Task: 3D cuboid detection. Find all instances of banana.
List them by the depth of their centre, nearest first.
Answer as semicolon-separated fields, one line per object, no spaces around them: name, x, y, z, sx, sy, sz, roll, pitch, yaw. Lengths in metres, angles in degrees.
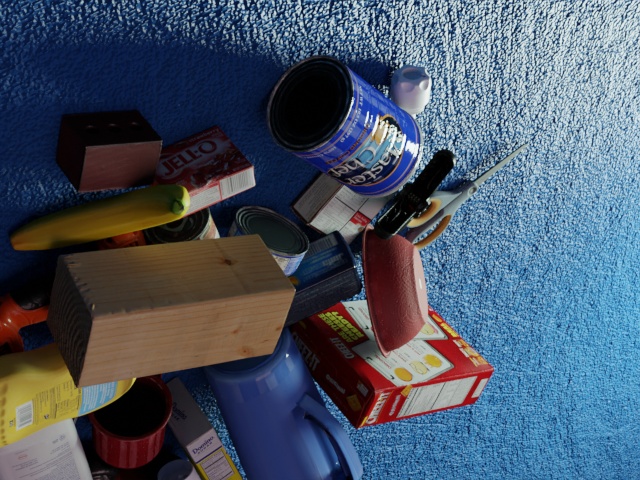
banana;-0.191;-0.023;0.974;0.198;0.037;0.069;-12;177;27

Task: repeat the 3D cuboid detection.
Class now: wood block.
wood block;-0.141;0.062;1.011;0.205;0.091;0.090;-6;134;-33

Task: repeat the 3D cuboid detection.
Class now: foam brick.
foam brick;-0.191;-0.081;0.964;0.078;0.053;0.051;-10;133;-36

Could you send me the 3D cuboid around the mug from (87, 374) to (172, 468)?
mug;-0.210;0.194;1.200;0.082;0.093;0.117;105;7;-50

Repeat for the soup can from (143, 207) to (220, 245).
soup can;-0.134;0.010;1.094;0.068;0.069;0.102;-32;142;-13

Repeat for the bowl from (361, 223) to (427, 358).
bowl;0.092;0.056;1.264;0.055;0.162;0.162;-8;144;12

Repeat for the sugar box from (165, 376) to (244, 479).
sugar box;-0.146;0.250;1.303;0.048;0.093;0.176;-35;142;-11

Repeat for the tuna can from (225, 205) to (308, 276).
tuna can;-0.057;0.001;1.139;0.085;0.086;0.034;2;127;-43

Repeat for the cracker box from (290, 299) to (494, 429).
cracker box;0.087;0.149;1.351;0.213;0.164;0.072;-4;127;-40

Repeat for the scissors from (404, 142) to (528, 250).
scissors;0.174;-0.068;1.337;0.202;0.016;0.096;-47;143;6

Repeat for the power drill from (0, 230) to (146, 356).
power drill;-0.247;0.071;1.066;0.187;0.057;0.184;-29;141;-20

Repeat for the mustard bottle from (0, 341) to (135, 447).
mustard bottle;-0.240;0.132;1.035;0.191;0.058;0.096;-18;136;-32

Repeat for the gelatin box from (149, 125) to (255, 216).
gelatin box;-0.119;-0.066;1.026;0.089;0.073;0.030;-25;140;-21

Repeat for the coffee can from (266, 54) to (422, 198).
coffee can;0.027;-0.113;1.086;0.103;0.103;0.140;-50;142;10

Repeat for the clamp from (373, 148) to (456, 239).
clamp;0.111;-0.053;1.213;0.120;0.039;0.171;-43;179;8

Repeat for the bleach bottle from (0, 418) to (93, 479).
bleach bottle;-0.298;0.283;1.168;0.102;0.068;0.251;-21;125;-21

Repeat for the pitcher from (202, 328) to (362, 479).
pitcher;-0.049;0.207;1.284;0.149;0.145;0.243;-17;130;1

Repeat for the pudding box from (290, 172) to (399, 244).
pudding box;0.033;-0.053;1.206;0.113;0.039;0.090;-49;143;6
